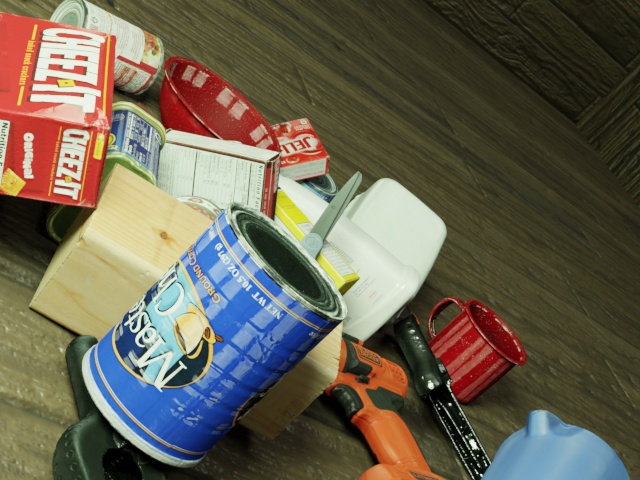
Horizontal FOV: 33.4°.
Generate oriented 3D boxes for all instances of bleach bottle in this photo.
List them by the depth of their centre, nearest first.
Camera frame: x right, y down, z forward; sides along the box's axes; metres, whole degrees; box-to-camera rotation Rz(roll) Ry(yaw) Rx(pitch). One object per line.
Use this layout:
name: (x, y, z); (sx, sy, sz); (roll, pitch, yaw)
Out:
bleach bottle: (-0.025, -0.012, 1.050); (0.251, 0.103, 0.068); (43, 16, -7)

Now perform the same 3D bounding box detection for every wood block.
wood block: (-0.092, 0.047, 0.787); (0.206, 0.090, 0.090); (32, 32, -16)

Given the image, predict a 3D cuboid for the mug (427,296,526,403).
mug: (0.160, 0.117, 1.182); (0.093, 0.082, 0.117); (12, 38, -55)

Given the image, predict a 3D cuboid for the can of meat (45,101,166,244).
can of meat: (-0.171, -0.047, 0.848); (0.057, 0.102, 0.084); (35, 24, -25)

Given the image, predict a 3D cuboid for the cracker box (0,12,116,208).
cracker box: (-0.253, -0.108, 0.740); (0.213, 0.072, 0.164); (9, 31, -15)

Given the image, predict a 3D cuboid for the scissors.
scissors: (0.000, 0.022, 0.918); (0.096, 0.016, 0.201); (44, 59, 13)

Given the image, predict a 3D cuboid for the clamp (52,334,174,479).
clamp: (-0.119, 0.138, 0.679); (0.120, 0.039, 0.171); (33, 22, -21)

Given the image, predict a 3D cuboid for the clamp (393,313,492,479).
clamp: (0.118, 0.149, 1.080); (0.164, 0.036, 0.210); (60, 4, -25)

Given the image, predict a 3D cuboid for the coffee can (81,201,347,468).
coffee can: (-0.067, 0.060, 0.680); (0.102, 0.140, 0.103); (42, 12, -12)

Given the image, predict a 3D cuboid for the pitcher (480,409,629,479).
pitcher: (0.178, 0.261, 0.893); (0.149, 0.145, 0.242); (38, 23, 14)

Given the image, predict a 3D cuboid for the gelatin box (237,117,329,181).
gelatin box: (-0.043, -0.101, 1.226); (0.089, 0.030, 0.073); (-14, 49, -16)

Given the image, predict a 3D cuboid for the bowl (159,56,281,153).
bowl: (-0.120, -0.125, 1.158); (0.162, 0.055, 0.162); (38, 21, -18)

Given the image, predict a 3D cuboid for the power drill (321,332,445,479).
power drill: (0.034, 0.153, 0.908); (0.184, 0.057, 0.188); (26, 27, -41)

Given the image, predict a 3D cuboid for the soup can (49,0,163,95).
soup can: (-0.221, -0.198, 1.091); (0.102, 0.069, 0.068); (21, 30, -45)

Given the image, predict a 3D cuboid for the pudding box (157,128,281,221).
pudding box: (-0.094, -0.042, 0.935); (0.113, 0.090, 0.039); (13, 20, 15)

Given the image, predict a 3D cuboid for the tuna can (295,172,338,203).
tuna can: (-0.020, -0.073, 1.278); (0.086, 0.034, 0.086); (38, 21, -18)
